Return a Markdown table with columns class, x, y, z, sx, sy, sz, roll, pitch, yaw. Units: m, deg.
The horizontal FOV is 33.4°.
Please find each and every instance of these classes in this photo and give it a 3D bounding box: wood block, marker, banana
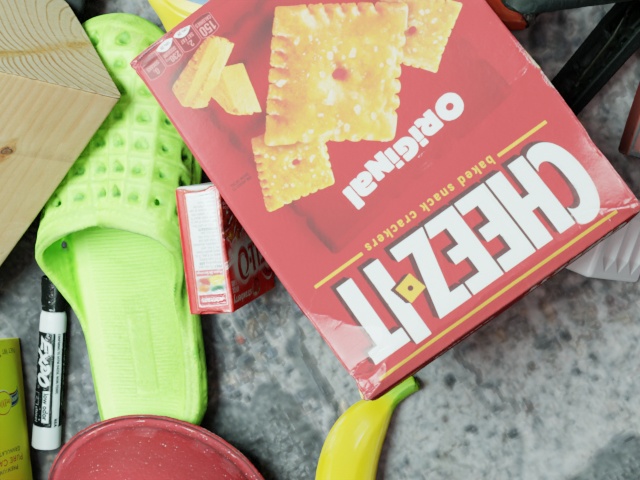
| class | x | y | z | sx | sy | sz | roll | pitch | yaw |
| --- | --- | --- | --- | --- | --- | --- | --- | --- | --- |
| wood block | -0.221 | -0.046 | 0.632 | 0.206 | 0.090 | 0.090 | -48 | 59 | 26 |
| marker | -0.179 | 0.078 | 0.707 | 0.020 | 0.020 | 0.121 | 6 | 97 | 11 |
| banana | 0.032 | 0.184 | 0.664 | 0.070 | 0.037 | 0.198 | -3 | 95 | 13 |

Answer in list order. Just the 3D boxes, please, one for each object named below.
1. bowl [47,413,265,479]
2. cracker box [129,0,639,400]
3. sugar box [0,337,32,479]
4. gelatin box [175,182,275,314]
| class | x | y | z | sx | sy | sz | roll | pitch | yaw |
| --- | --- | --- | --- | --- | --- | --- | --- | --- | --- |
| bowl | -0.106 | 0.191 | 0.665 | 0.162 | 0.055 | 0.162 | 4 | 113 | 10 |
| cracker box | 0.029 | -0.051 | 0.545 | 0.164 | 0.072 | 0.214 | -36 | 80 | 2 |
| sugar box | -0.217 | 0.153 | 0.674 | 0.048 | 0.093 | 0.176 | -9 | 88 | 7 |
| gelatin box | -0.054 | 0.001 | 0.637 | 0.030 | 0.089 | 0.073 | -4 | 95 | 15 |
